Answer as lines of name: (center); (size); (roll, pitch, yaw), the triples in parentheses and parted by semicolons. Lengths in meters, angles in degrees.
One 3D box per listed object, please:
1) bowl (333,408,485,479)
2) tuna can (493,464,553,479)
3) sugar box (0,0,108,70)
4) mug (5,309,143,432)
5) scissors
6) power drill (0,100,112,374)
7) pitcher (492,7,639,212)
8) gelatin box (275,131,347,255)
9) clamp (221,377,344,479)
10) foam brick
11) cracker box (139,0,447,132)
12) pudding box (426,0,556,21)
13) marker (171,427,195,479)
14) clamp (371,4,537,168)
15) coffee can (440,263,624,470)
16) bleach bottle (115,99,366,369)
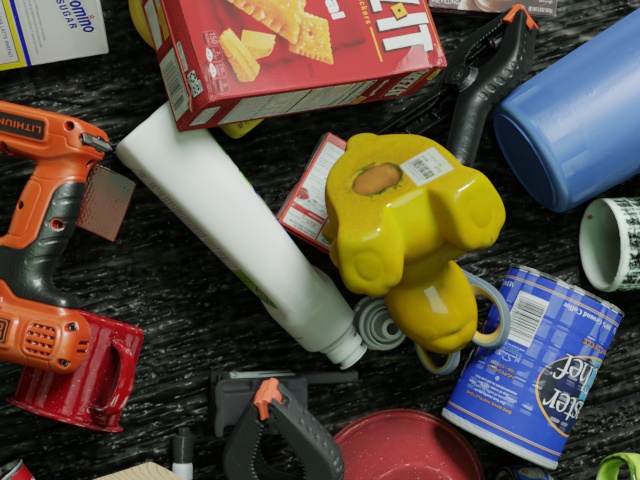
bowl: (0.070, 0.226, 0.895); (0.162, 0.055, 0.162); (0, 92, -9)
tuna can: (0.170, 0.231, 0.895); (0.033, 0.086, 0.086); (3, 91, -8)
sugar box: (-0.257, -0.175, 0.811); (0.176, 0.093, 0.048); (-12, 52, -11)
mug: (-0.180, 0.098, 0.823); (0.093, 0.117, 0.081); (21, 82, -38)
scissors: (0.107, 0.008, 0.873); (0.096, 0.016, 0.202); (-6, 82, 35)
power drill: (-0.241, -0.007, 0.786); (0.184, 0.057, 0.187); (12, 89, 11)
pitcher: (0.275, -0.117, 0.879); (0.243, 0.149, 0.145); (-31, 114, -4)
gelatin box: (0.014, -0.034, 0.890); (0.073, 0.030, 0.089); (30, 87, -10)
clamp: (-0.013, 0.200, 0.826); (0.165, 0.036, 0.210); (3, 120, 11)
foam brick: (-0.189, -0.037, 0.846); (0.078, 0.051, 0.053); (24, 87, -9)
cracker box: (-0.025, -0.183, 0.811); (0.213, 0.072, 0.164); (-13, 82, -29)
pudding box: (0.143, -0.234, 0.900); (0.113, 0.039, 0.090); (3, 91, -9)
marker: (-0.115, 0.215, 0.882); (0.020, 0.020, 0.121); (2, 91, -10)
clamp: (0.111, -0.121, 0.875); (0.171, 0.120, 0.039); (-55, 132, -17)
coffee can: (0.175, 0.104, 0.884); (0.102, 0.103, 0.140); (25, 87, -9)
bleach bottle: (-0.056, 0.001, 0.848); (0.068, 0.103, 0.251); (-42, 100, -6)
